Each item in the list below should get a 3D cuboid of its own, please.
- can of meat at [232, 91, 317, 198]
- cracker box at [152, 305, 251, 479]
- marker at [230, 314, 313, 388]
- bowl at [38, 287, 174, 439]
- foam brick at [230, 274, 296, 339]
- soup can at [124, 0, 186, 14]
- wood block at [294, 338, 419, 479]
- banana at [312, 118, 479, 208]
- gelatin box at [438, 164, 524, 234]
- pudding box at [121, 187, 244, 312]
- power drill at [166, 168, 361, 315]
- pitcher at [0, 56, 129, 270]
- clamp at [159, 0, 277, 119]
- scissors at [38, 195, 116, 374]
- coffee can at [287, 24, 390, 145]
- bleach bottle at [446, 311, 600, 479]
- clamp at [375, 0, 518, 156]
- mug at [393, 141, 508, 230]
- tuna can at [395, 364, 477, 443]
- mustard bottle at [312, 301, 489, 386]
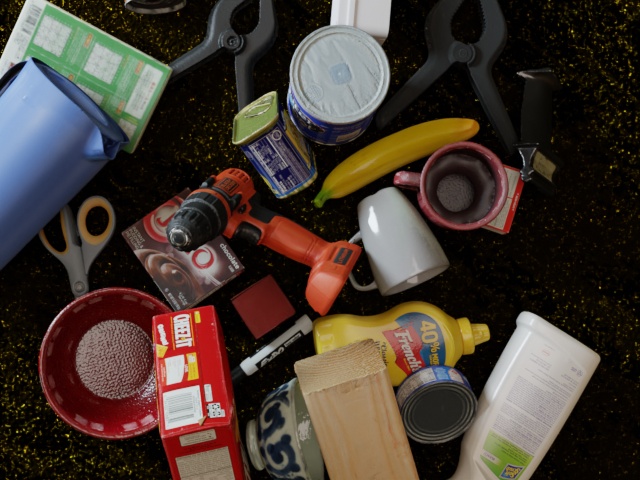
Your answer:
[{"bbox_3d":[-0.048,-0.102,1.154,0.057,0.102,0.084,-31,114,11],"label":"can of meat"},{"bbox_3d":[-0.111,0.198,1.060,0.072,0.164,0.214,-11,128,-4],"label":"cracker box"},{"bbox_3d":[-0.059,0.125,1.188,0.121,0.020,0.020,-36,88,-5],"label":"marker"},{"bbox_3d":[-0.221,0.131,1.154,0.162,0.055,0.162,0,89,-13],"label":"bowl"},{"bbox_3d":[-0.062,0.073,1.163,0.053,0.078,0.051,-33,87,-5],"label":"foam brick"},{"bbox_3d":[-0.188,-0.312,1.190,0.068,0.068,0.102,-5,86,-3],"label":"soup can"},{"bbox_3d":[0.047,0.221,1.120,0.090,0.091,0.206,-17,107,-3],"label":"wood block"},{"bbox_3d":[0.081,-0.090,1.182,0.198,0.069,0.037,-27,122,7],"label":"banana"},{"bbox_3d":[0.180,-0.055,1.208,0.089,0.030,0.073,18,86,0],"label":"gelatin box"},{"bbox_3d":[-0.151,0.012,1.182,0.090,0.039,0.113,-35,88,-5],"label":"pudding box"},{"bbox_3d":[-0.057,0.001,1.118,0.187,0.184,0.057,32,116,2],"label":"power drill"},{"bbox_3d":[-0.334,-0.071,1.134,0.145,0.149,0.243,42,94,-15],"label":"pitcher"},{"bbox_3d":[-0.092,-0.211,1.203,0.120,0.039,0.171,36,92,-6],"label":"clamp"},{"bbox_3d":[-0.252,0.038,1.187,0.096,0.016,0.202,-23,88,-4],"label":"scissors"},{"bbox_3d":[0.017,-0.164,1.152,0.102,0.140,0.103,0,86,-3],"label":"coffee can"},{"bbox_3d":[0.202,0.209,1.175,0.102,0.068,0.251,32,87,1],"label":"bleach bottle"},{"bbox_3d":[0.169,-0.202,1.215,0.164,0.036,0.210,18,88,-2],"label":"clamp"},{"bbox_3d":[0.137,-0.056,1.149,0.117,0.081,0.093,7,86,-1],"label":"mug"},{"bbox_3d":[0.125,0.177,1.158,0.086,0.034,0.086,-5,122,-8],"label":"tuna can"},{"bbox_3d":[0.092,0.118,1.176,0.191,0.058,0.096,-10,95,-4],"label":"mustard bottle"}]
